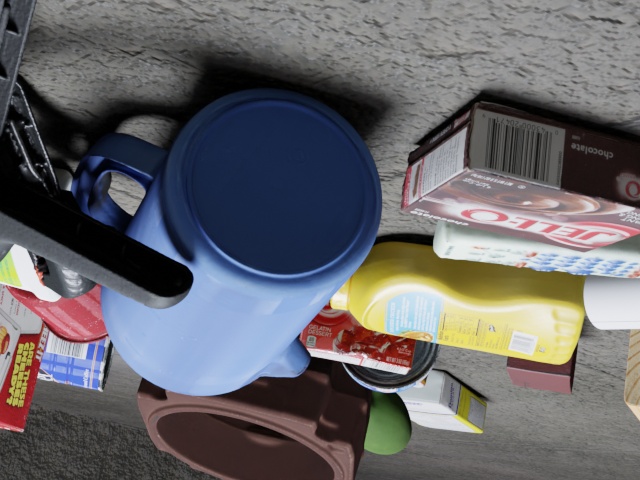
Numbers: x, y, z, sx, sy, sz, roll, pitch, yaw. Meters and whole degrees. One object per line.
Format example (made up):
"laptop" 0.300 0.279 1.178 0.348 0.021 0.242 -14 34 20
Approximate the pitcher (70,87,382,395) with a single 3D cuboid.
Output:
"pitcher" -0.059 0.001 0.611 0.149 0.145 0.243 -4 165 -17

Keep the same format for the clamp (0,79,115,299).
"clamp" -0.161 -0.021 0.621 0.039 0.120 0.172 -23 173 -23

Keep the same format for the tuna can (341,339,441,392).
"tuna can" 0.055 0.081 0.870 0.086 0.086 0.034 9 167 6

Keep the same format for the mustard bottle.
"mustard bottle" 0.085 0.040 0.752 0.192 0.058 0.096 8 154 7

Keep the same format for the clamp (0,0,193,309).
"clamp" -0.160 -0.023 0.518 0.210 0.036 0.164 -18 106 40

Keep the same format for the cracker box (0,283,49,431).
"cracker box" -0.297 0.058 0.873 0.072 0.164 0.213 8 164 13

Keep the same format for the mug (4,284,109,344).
"mug" -0.185 0.020 0.833 0.117 0.093 0.081 -23 154 3

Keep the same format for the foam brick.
"foam brick" 0.187 0.093 0.893 0.053 0.051 0.078 7 164 16

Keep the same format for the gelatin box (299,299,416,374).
"gelatin box" 0.032 0.059 0.830 0.089 0.073 0.030 11 164 0

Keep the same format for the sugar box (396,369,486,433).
"sugar box" 0.133 0.192 1.296 0.093 0.048 0.176 3 159 26

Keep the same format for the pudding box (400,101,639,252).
"pudding box" 0.108 -0.028 0.535 0.113 0.039 0.090 14 165 -13

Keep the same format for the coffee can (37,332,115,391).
"coffee can" -0.283 0.092 1.102 0.140 0.103 0.103 12 165 -5
